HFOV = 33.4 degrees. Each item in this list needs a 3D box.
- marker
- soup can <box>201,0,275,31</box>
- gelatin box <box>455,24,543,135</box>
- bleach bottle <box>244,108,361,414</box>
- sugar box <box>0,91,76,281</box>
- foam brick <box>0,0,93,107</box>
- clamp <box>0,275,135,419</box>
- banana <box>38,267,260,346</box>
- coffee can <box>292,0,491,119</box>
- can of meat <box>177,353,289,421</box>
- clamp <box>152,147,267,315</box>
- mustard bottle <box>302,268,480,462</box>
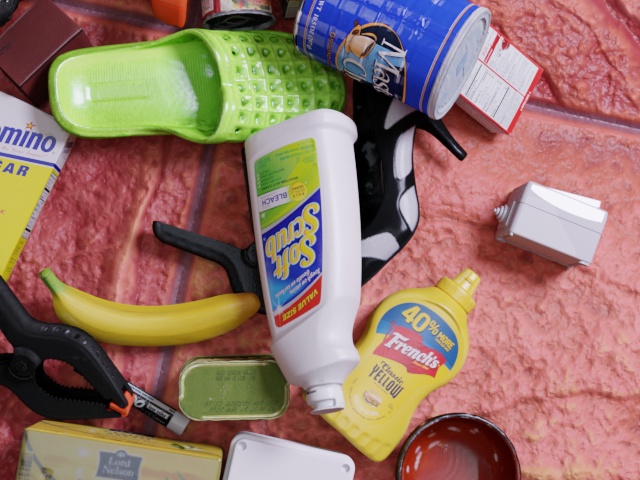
[{"bbox_3d":[-0.175,0.140,0.977,0.121,0.020,0.020,32,84,-1],"label":"marker"},{"bbox_3d":[-0.079,-0.250,0.991,0.068,0.068,0.102,-4,85,-4],"label":"soup can"},{"bbox_3d":[0.158,-0.152,1.000,0.089,0.030,0.073,31,83,-32],"label":"gelatin box"},{"bbox_3d":[-0.004,0.021,0.915,0.103,0.068,0.251,-18,70,27],"label":"bleach bottle"},{"bbox_3d":[-0.300,-0.043,0.970,0.093,0.048,0.176,23,86,-3],"label":"sugar box"},{"bbox_3d":[-0.255,-0.173,0.976,0.078,0.051,0.053,-44,76,-6],"label":"foam brick"},{"bbox_3d":[-0.268,0.108,0.946,0.210,0.036,0.165,33,114,-8],"label":"clamp"},{"bbox_3d":[-0.155,0.068,0.964,0.197,0.070,0.037,6,47,-4],"label":"banana"},{"bbox_3d":[0.062,-0.181,0.925,0.140,0.102,0.103,28,84,14],"label":"coffee can"},{"bbox_3d":[-0.077,0.132,0.952,0.102,0.084,0.057,-1,86,-4],"label":"can of meat"},{"bbox_3d":[-0.056,0.001,0.988,0.171,0.039,0.120,42,88,-5],"label":"clamp"},{"bbox_3d":[0.079,0.102,0.979,0.096,0.058,0.191,42,84,0],"label":"mustard bottle"}]
